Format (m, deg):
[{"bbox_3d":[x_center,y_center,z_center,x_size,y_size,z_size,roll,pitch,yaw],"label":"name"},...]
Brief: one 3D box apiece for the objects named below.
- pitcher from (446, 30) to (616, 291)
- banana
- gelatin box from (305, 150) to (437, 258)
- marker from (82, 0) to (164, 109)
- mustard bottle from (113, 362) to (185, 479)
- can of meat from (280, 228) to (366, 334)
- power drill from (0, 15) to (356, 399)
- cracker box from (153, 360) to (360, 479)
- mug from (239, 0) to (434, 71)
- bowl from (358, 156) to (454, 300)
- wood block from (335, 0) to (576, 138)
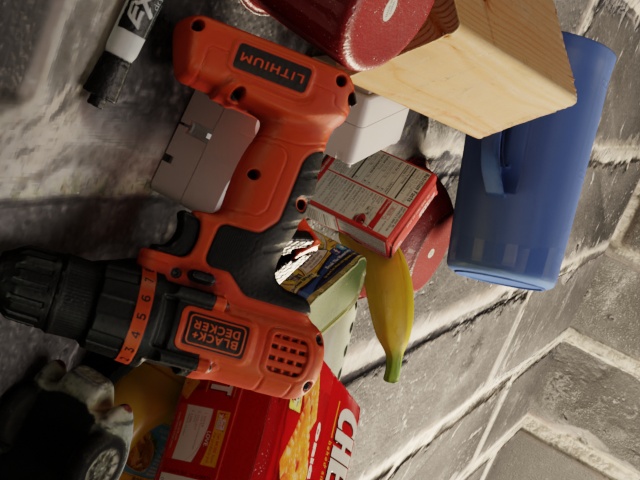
[{"bbox_3d":[0.193,-0.080,1.032,0.145,0.149,0.243,179,-76,-72],"label":"pitcher"},{"bbox_3d":[0.044,0.026,0.879,0.198,0.037,0.070,-102,-146,-53],"label":"banana"},{"bbox_3d":[0.038,-0.036,0.854,0.073,0.089,0.030,-54,157,-23],"label":"gelatin box"},{"bbox_3d":[-0.090,-0.123,0.545,0.121,0.020,0.020,-64,159,4],"label":"marker"},{"bbox_3d":[-0.134,0.144,0.712,0.191,0.058,0.096,-59,164,-10],"label":"mustard bottle"},{"bbox_3d":[-0.025,0.029,0.795,0.101,0.084,0.057,-38,148,-48],"label":"can of meat"},{"bbox_3d":[-0.069,-0.021,0.579,0.057,0.184,0.187,176,-69,-71],"label":"power drill"},{"bbox_3d":[-0.038,0.160,0.746,0.213,0.072,0.164,58,43,-62],"label":"cracker box"},{"bbox_3d":[0.021,-0.154,0.596,0.117,0.082,0.093,-40,153,-20],"label":"mug"},{"bbox_3d":[0.090,-0.001,1.071,0.162,0.055,0.162,-48,155,-32],"label":"bowl"},{"bbox_3d":[0.096,-0.145,0.749,0.205,0.090,0.091,12,64,-56],"label":"wood block"}]
